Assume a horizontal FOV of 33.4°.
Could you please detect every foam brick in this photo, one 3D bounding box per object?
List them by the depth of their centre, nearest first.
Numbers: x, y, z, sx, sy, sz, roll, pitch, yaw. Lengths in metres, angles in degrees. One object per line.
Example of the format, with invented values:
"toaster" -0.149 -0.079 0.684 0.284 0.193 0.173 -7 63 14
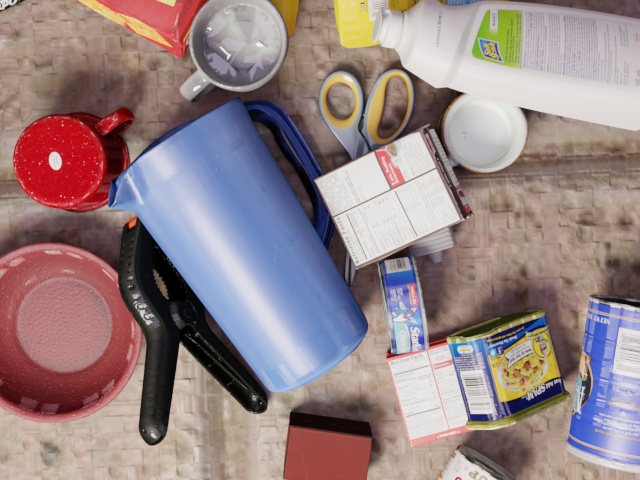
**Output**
"foam brick" 0.006 0.192 0.975 0.078 0.053 0.051 8 93 -1

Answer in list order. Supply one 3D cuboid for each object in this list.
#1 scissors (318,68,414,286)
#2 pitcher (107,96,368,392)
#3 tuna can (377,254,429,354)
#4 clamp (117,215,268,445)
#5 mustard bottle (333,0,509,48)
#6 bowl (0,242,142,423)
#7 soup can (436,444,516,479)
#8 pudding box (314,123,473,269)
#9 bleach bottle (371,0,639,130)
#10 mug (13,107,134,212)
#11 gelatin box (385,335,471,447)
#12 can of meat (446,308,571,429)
"scissors" 0.022 -0.068 0.978 0.096 0.016 0.202 23 93 0
"pitcher" -0.056 0.001 0.935 0.149 0.145 0.243 -32 97 14
"tuna can" 0.073 0.058 0.951 0.034 0.086 0.086 -9 94 1
"clamp" -0.123 0.075 0.950 0.036 0.164 0.210 -27 71 28
"mustard bottle" 0.107 -0.228 0.938 0.191 0.058 0.096 -7 127 0
"bowl" -0.238 0.080 0.967 0.162 0.055 0.162 0 94 0
"soup can" 0.128 0.247 0.972 0.068 0.068 0.102 31 92 -2
"pudding box" 0.063 -0.038 0.930 0.114 0.039 0.090 -25 91 24
"bleach bottle" 0.169 -0.165 0.915 0.250 0.068 0.102 10 64 -10
"mug" -0.213 -0.077 0.944 0.117 0.081 0.093 -37 93 2
"gelatin box" 0.106 0.137 0.984 0.073 0.030 0.089 -16 93 2
"can of meat" 0.167 0.113 0.953 0.101 0.058 0.084 -15 91 -35
